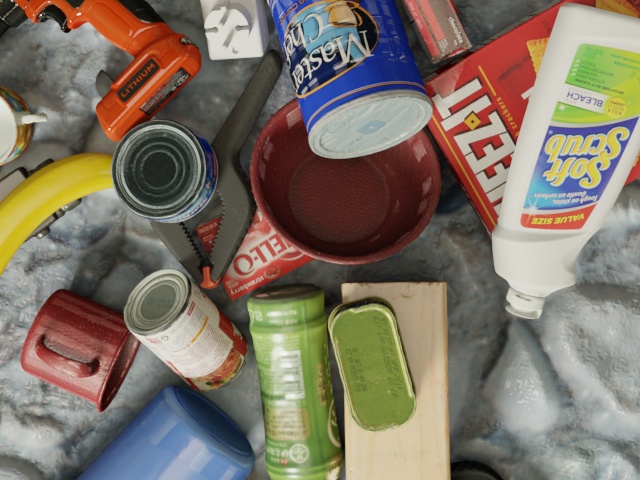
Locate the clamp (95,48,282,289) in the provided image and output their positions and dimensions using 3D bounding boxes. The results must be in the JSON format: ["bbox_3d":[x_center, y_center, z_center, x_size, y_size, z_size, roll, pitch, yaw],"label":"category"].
[{"bbox_3d":[-0.116,-0.063,0.929,0.164,0.036,0.210,0,85,4],"label":"clamp"}]

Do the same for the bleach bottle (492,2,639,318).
[{"bbox_3d":[0.205,-0.056,0.857,0.102,0.068,0.251,14,104,0],"label":"bleach bottle"}]

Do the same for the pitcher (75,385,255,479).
[{"bbox_3d":[-0.167,0.256,0.943,0.149,0.145,0.243,41,93,9],"label":"pitcher"}]

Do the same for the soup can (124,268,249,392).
[{"bbox_3d":[-0.116,0.079,0.929,0.068,0.068,0.102,-32,134,6],"label":"soup can"}]

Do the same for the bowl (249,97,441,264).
[{"bbox_3d":[0.019,-0.048,0.917,0.162,0.055,0.162,2,70,-5],"label":"bowl"}]

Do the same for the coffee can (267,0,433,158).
[{"bbox_3d":[0.022,-0.152,0.869,0.103,0.103,0.140,-17,72,4],"label":"coffee can"}]

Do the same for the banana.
[{"bbox_3d":[-0.241,-0.022,0.930,0.197,0.037,0.069,-34,97,-9],"label":"banana"}]

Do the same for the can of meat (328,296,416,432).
[{"bbox_3d":[0.041,0.097,0.842,0.057,0.084,0.102,-15,88,2],"label":"can of meat"}]

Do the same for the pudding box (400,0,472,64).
[{"bbox_3d":[0.089,-0.194,0.881,0.039,0.113,0.090,-25,98,8],"label":"pudding box"}]

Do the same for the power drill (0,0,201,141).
[{"bbox_3d":[-0.207,-0.175,0.901,0.184,0.057,0.188,-43,84,5],"label":"power drill"}]

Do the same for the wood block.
[{"bbox_3d":[0.065,0.139,0.929,0.090,0.091,0.206,-1,89,2],"label":"wood block"}]

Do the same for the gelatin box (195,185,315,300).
[{"bbox_3d":[-0.056,0.001,0.958,0.089,0.030,0.073,-26,98,5],"label":"gelatin box"}]

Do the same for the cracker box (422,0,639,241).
[{"bbox_3d":[0.206,-0.114,0.913,0.214,0.072,0.164,-30,97,6],"label":"cracker box"}]

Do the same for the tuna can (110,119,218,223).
[{"bbox_3d":[-0.131,-0.058,0.895,0.086,0.033,0.086,0,88,10],"label":"tuna can"}]

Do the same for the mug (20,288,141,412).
[{"bbox_3d":[-0.213,0.096,0.935,0.081,0.117,0.093,23,99,2],"label":"mug"}]
